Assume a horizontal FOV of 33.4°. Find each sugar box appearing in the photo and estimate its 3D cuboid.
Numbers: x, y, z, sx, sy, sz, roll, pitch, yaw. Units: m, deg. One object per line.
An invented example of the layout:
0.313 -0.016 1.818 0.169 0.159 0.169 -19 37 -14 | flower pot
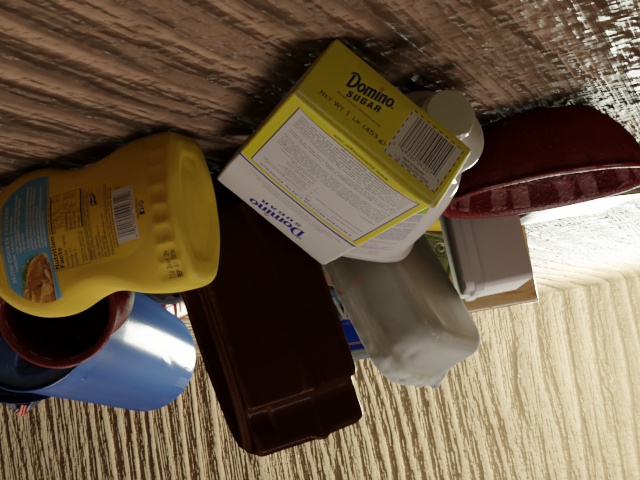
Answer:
0.005 -0.043 0.610 0.048 0.093 0.176 -53 -172 -17 | sugar box

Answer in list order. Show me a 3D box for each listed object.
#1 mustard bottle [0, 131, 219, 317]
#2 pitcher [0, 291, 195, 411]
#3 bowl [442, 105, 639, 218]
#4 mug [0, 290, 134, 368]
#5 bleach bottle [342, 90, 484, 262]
-0.159 -0.001 0.682 0.192 0.096 0.058 -13 171 24 | mustard bottle
-0.219 0.098 1.000 0.149 0.145 0.242 8 166 19 | pitcher
0.162 -0.059 0.780 0.162 0.055 0.162 -9 172 -1 | bowl
-0.184 0.035 0.822 0.117 0.093 0.081 -51 180 8 | mug
0.053 -0.044 0.717 0.102 0.068 0.251 9 166 -11 | bleach bottle
